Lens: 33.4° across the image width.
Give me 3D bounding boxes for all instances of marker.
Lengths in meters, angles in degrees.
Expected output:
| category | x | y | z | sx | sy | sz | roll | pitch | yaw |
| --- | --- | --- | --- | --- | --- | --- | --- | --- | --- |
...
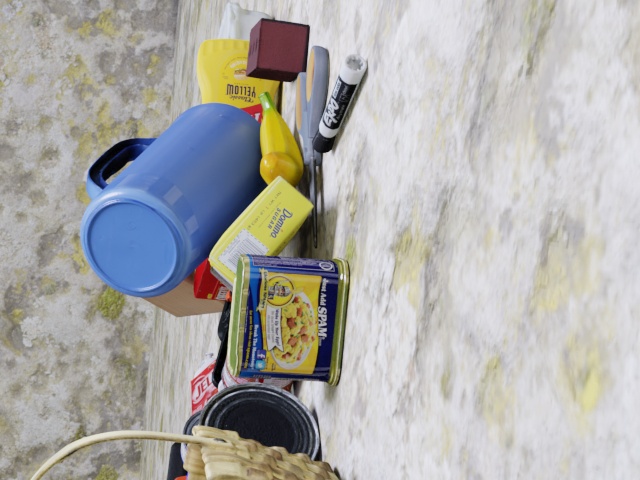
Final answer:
| category | x | y | z | sx | sy | sz | roll | pitch | yaw |
| --- | --- | --- | --- | --- | --- | --- | --- | --- | --- |
| marker | 0.014 | -0.109 | 0.878 | 0.121 | 0.020 | 0.020 | 115 | 156 | -58 |

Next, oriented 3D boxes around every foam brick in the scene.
| category | x | y | z | sx | sy | sz | roll | pitch | yaw |
| --- | --- | --- | --- | --- | --- | --- | --- | --- | --- |
| foam brick | -0.045 | -0.196 | 1.106 | 0.078 | 0.051 | 0.053 | -174 | 89 | -78 |

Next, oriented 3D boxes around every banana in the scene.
| category | x | y | z | sx | sy | sz | roll | pitch | yaw |
| --- | --- | --- | --- | --- | --- | --- | --- | --- | --- |
| banana | -0.043 | -0.083 | 1.033 | 0.069 | 0.037 | 0.198 | 55 | -172 | -24 |

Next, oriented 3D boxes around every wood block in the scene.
| category | x | y | z | sx | sy | sz | roll | pitch | yaw |
| --- | --- | --- | --- | --- | --- | --- | --- | --- | --- |
| wood block | -0.192 | 0.028 | 1.382 | 0.206 | 0.091 | 0.090 | 43 | -136 | -62 |

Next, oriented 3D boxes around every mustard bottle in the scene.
| category | x | y | z | sx | sy | sz | roll | pitch | yaw |
| --- | --- | --- | --- | --- | --- | --- | --- | --- | --- |
| mustard bottle | -0.095 | -0.128 | 1.201 | 0.058 | 0.096 | 0.191 | 140 | 134 | -73 |

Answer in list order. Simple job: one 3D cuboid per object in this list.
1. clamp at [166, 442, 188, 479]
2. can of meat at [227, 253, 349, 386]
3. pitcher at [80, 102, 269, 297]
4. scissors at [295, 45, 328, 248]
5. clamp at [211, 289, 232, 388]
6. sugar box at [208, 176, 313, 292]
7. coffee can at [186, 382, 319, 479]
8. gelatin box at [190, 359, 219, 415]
| category | x | y | z | sx | sy | sz | roll | pitch | yaw |
| --- | --- | --- | --- | --- | --- | --- | --- | --- | --- |
| clamp | -0.174 | 0.331 | 1.263 | 0.210 | 0.036 | 0.164 | 68 | -162 | -87 |
| can of meat | -0.027 | 0.062 | 0.850 | 0.057 | 0.084 | 0.102 | -158 | 72 | -77 |
| pitcher | -0.147 | -0.043 | 1.051 | 0.145 | 0.149 | 0.242 | 56 | -155 | -11 |
| scissors | -0.004 | -0.097 | 0.964 | 0.202 | 0.016 | 0.096 | -98 | 17 | -44 |
| clamp | -0.095 | 0.099 | 1.206 | 0.120 | 0.039 | 0.171 | -58 | 10 | 0 |
| sugar box | -0.056 | 0.001 | 0.962 | 0.093 | 0.048 | 0.176 | -49 | -2 | -7 |
| coffee can | -0.065 | 0.206 | 0.925 | 0.103 | 0.102 | 0.140 | -97 | 17 | -44 |
| gelatin box | -0.115 | 0.172 | 1.245 | 0.089 | 0.030 | 0.073 | -41 | 33 | 24 |
